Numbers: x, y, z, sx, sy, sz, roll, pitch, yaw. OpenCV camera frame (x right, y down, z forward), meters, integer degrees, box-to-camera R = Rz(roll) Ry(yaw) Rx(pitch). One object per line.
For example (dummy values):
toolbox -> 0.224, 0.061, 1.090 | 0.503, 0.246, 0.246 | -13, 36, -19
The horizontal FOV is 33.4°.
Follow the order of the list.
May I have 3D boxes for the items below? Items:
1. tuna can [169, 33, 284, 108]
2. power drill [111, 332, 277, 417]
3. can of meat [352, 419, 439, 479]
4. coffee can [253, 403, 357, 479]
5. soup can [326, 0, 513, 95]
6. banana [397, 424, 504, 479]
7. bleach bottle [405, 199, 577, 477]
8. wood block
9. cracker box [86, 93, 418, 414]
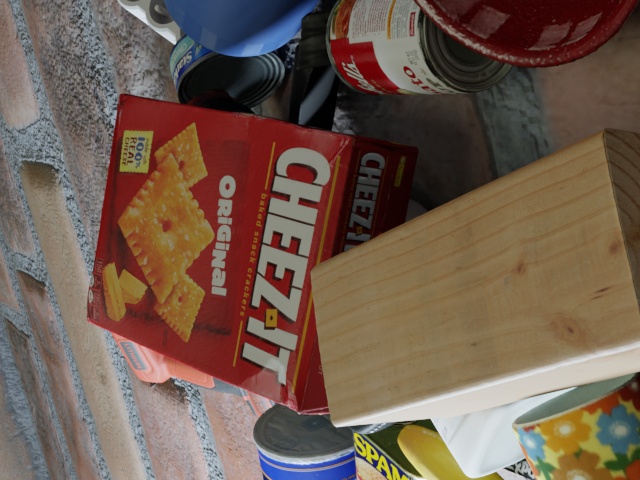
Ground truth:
tuna can -> -0.073, -0.135, 0.828 | 0.086, 0.086, 0.034 | 116, 140, -57
power drill -> -0.105, 0.099, 0.979 | 0.188, 0.057, 0.184 | 15, 142, 32
can of meat -> 0.067, 0.171, 0.788 | 0.102, 0.057, 0.084 | 34, 139, 48
coffee can -> 0.006, 0.211, 0.889 | 0.103, 0.102, 0.140 | 26, 130, 57
soup can -> 0.057, -0.116, 0.599 | 0.102, 0.068, 0.068 | 14, 119, 61
banana -> 0.118, 0.204, 0.699 | 0.070, 0.037, 0.198 | -24, 92, 22
bleach bottle -> 0.062, 0.024, 0.695 | 0.251, 0.068, 0.103 | 57, 152, 33
wood block -> 0.094, 0.028, 0.517 | 0.207, 0.090, 0.090 | -27, 66, 50
cracker box -> -0.054, 0.001, 0.682 | 0.214, 0.071, 0.164 | 16, 98, 41
